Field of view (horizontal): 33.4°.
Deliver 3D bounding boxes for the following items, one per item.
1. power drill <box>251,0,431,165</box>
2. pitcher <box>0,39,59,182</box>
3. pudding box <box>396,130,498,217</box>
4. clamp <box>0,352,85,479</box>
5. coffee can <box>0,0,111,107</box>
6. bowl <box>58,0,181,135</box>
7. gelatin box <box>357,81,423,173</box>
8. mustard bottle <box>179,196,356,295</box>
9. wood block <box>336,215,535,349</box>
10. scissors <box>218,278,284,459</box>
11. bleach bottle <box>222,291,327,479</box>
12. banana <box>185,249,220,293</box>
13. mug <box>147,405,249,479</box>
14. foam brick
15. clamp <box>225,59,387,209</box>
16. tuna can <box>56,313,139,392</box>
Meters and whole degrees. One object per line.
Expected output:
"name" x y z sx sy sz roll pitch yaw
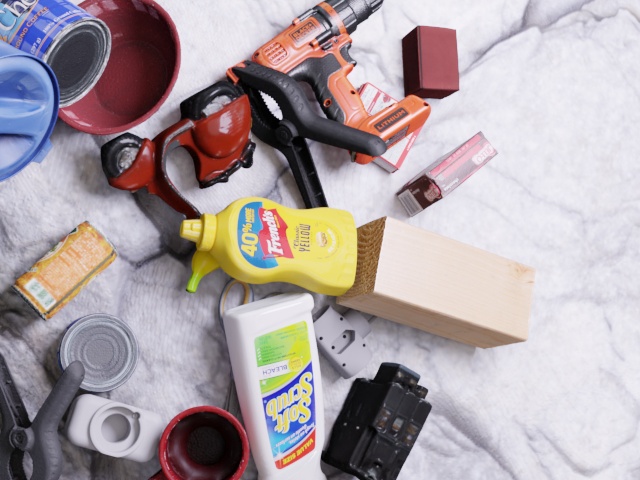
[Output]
"power drill" 0.042 -0.195 1.233 0.184 0.057 0.188 -37 77 -11
"pitcher" -0.376 -0.159 1.042 0.243 0.149 0.144 32 40 26
"pudding box" 0.146 -0.076 1.245 0.090 0.114 0.039 -37 92 -18
"clamp" -0.308 0.194 1.101 0.120 0.039 0.171 14 92 29
"coffee can" -0.302 -0.215 1.098 0.140 0.103 0.102 34 73 18
"bowl" -0.217 -0.184 1.153 0.162 0.055 0.162 -3 78 14
"gelatin box" 0.070 -0.135 1.272 0.089 0.030 0.073 31 76 -9
"mustard bottle" -0.057 0.001 1.160 0.191 0.058 0.096 9 66 -17
"wood block" 0.133 0.052 1.220 0.205 0.090 0.091 18 70 -24
"scissors" -0.073 0.141 1.204 0.096 0.016 0.202 -2 85 -18
"bleach bottle" -0.035 0.190 1.178 0.102 0.068 0.251 -15 98 -24
"banana" -0.063 0.015 1.210 0.197 0.037 0.069 -7 86 -20
"mug" -0.133 0.227 1.136 0.117 0.081 0.093 -37 89 -7
"foam brick" 0.133 -0.214 1.289 0.051 0.053 0.078 -1 85 -18
"clamp" -0.022 -0.127 1.191 0.210 0.165 0.036 51 50 3
"tuna can" -0.238 0.120 1.144 0.086 0.034 0.086 2 83 -17
